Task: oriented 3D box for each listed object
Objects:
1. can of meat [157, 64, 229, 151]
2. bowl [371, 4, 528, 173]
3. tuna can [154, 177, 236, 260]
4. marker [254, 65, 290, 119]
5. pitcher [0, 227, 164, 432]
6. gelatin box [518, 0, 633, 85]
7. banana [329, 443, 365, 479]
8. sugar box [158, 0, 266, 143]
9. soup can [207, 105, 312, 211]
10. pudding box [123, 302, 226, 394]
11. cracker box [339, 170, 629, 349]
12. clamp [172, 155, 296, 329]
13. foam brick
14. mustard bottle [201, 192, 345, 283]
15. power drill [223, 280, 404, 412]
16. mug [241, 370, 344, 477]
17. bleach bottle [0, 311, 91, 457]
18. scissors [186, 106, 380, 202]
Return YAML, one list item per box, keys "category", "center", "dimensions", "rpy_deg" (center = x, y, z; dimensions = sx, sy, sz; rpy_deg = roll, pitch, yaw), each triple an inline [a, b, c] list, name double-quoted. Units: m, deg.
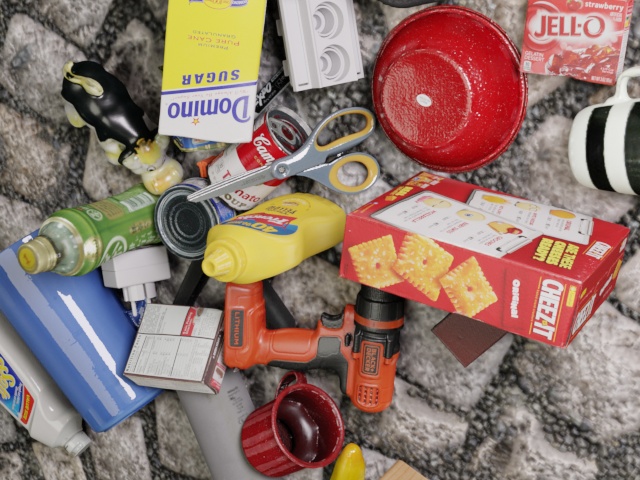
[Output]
- category: "can of meat"
  center: [-0.132, -0.142, 1.116]
  dimensions: [0.057, 0.102, 0.084]
  rpy_deg: [-12, 106, -11]
- category: "bowl"
  center: [0.109, -0.137, 1.003]
  dimensions: [0.162, 0.055, 0.162]
  rpy_deg: [10, 110, 28]
- category: "tuna can"
  center: [-0.135, -0.023, 1.144]
  dimensions: [0.086, 0.033, 0.086]
  rpy_deg: [9, 110, 25]
- category: "marker"
  center: [-0.057, -0.151, 1.115]
  dimensions: [0.121, 0.020, 0.020]
  rpy_deg: [-42, 83, 32]
- category: "pitcher"
  center: [-0.279, 0.096, 1.265]
  dimensions: [0.149, 0.144, 0.243]
  rpy_deg: [-34, 90, 45]
- category: "gelatin box"
  center: [0.224, -0.180, 0.939]
  dimensions: [0.089, 0.030, 0.073]
  rpy_deg: [14, 111, 25]
- category: "banana"
  center: [0.001, 0.302, 1.199]
  dimensions: [0.198, 0.069, 0.037]
  rpy_deg: [-50, 45, 21]
- category: "sugar box"
  center: [-0.102, -0.184, 1.022]
  dimensions: [0.093, 0.048, 0.176]
  rpy_deg: [5, 108, -4]
- category: "soup can"
  center: [-0.062, -0.084, 1.110]
  dimensions: [0.102, 0.068, 0.068]
  rpy_deg: [-37, 85, 33]
- category: "pudding box"
  center: [-0.154, 0.119, 1.181]
  dimensions: [0.114, 0.039, 0.090]
  rpy_deg: [1, 64, 30]
- category: "cracker box"
  center: [0.149, 0.012, 0.962]
  dimensions: [0.214, 0.163, 0.072]
  rpy_deg: [18, 115, 24]
- category: "clamp"
  center: [-0.119, 0.012, 1.191]
  dimensions: [0.165, 0.036, 0.210]
  rpy_deg: [-4, 106, 30]
- category: "foam brick"
  center: [0.158, 0.077, 1.043]
  dimensions: [0.051, 0.052, 0.078]
  rpy_deg: [49, 122, 8]
- category: "mustard bottle"
  center: [-0.057, 0.001, 1.060]
  dimensions: [0.096, 0.191, 0.058]
  rpy_deg: [12, 111, 26]
- category: "power drill"
  center: [-0.006, 0.081, 1.117]
  dimensions: [0.188, 0.057, 0.184]
  rpy_deg: [9, 107, 15]
- category: "mug"
  center: [-0.035, 0.201, 1.174]
  dimensions: [0.082, 0.093, 0.117]
  rpy_deg: [-34, 49, 48]
- category: "bleach bottle"
  center: [-0.386, 0.174, 1.381]
  dimensions: [0.251, 0.068, 0.103]
  rpy_deg: [46, 122, 7]
- category: "scissors"
  center: [-0.024, -0.059, 1.057]
  dimensions: [0.201, 0.016, 0.096]
  rpy_deg: [-34, 111, -8]
